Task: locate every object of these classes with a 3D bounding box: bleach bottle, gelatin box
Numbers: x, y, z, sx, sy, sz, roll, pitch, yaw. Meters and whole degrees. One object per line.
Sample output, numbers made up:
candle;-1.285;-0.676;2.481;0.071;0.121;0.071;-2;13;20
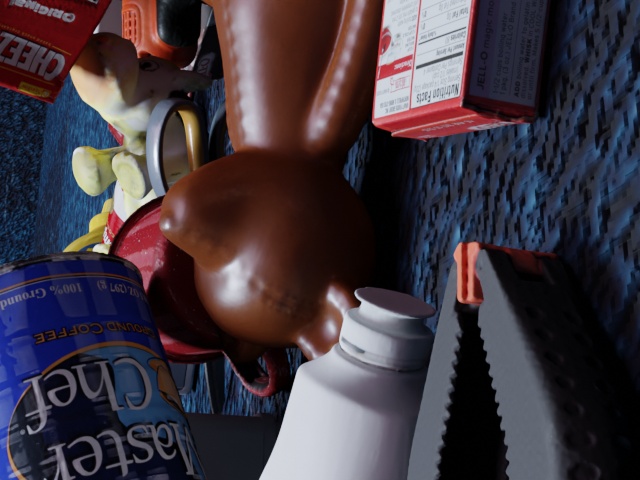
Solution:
bleach bottle;-0.005;0.137;0.391;0.103;0.068;0.251;-137;58;-67
gelatin box;0.048;-0.081;0.356;0.073;0.030;0.089;-178;94;-70

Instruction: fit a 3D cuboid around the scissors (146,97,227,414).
scissors;-0.054;0.001;0.631;0.016;0.096;0.202;16;132;37

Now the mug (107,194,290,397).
mug;-0.049;0.026;0.536;0.117;0.093;0.082;66;155;-3

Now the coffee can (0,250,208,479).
coffee can;-0.105;0.090;0.452;0.140;0.102;0.103;68;151;23
